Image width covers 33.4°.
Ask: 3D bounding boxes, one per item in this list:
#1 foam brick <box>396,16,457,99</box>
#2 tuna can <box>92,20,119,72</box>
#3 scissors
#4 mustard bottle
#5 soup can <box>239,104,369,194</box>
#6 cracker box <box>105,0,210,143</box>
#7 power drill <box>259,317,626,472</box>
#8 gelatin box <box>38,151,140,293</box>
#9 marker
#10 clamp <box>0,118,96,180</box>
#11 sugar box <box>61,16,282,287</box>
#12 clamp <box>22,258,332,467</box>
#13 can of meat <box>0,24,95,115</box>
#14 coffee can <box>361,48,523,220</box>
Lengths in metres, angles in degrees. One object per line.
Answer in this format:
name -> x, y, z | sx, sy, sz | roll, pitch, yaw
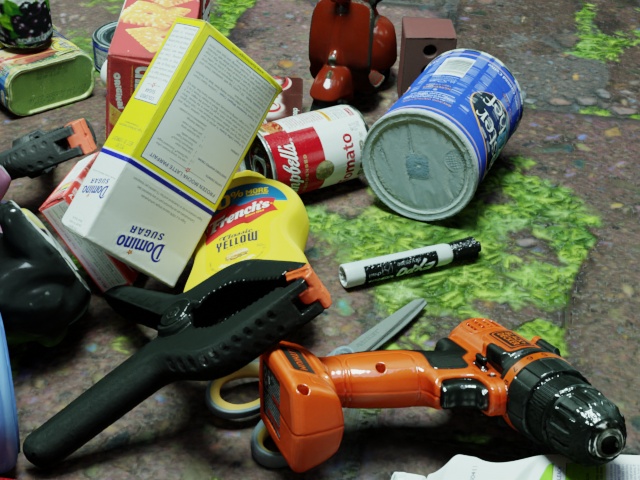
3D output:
foam brick -> 0.107, -0.181, 1.084 | 0.053, 0.078, 0.051 | 1, 33, -1
tuna can -> -0.202, -0.207, 1.150 | 0.086, 0.034, 0.086 | 1, 34, -1
scissors -> -0.005, 0.082, 0.748 | 0.096, 0.016, 0.201 | 20, 39, 17
mustard bottle -> -0.056, 0.001, 0.826 | 0.096, 0.058, 0.191 | -19, 33, 8
soup can -> -0.013, -0.076, 0.936 | 0.102, 0.068, 0.069 | -17, 39, -26
cracker box -> -0.137, -0.131, 0.925 | 0.072, 0.164, 0.213 | 5, 34, -4
power drill -> 0.065, 0.096, 0.641 | 0.187, 0.057, 0.185 | -2, 10, -16
gelatin box -> -0.166, -0.013, 0.822 | 0.030, 0.089, 0.073 | -23, 24, 26
marker -> 0.073, 0.016, 0.846 | 0.121, 0.020, 0.020 | -12, 37, -18
clamp -> -0.248, -0.067, 0.889 | 0.120, 0.039, 0.172 | -38, 16, -31
sugar box -> -0.107, -0.064, 0.782 | 0.048, 0.093, 0.176 | 25, 82, 47
clamp -> -0.091, 0.067, 0.677 | 0.210, 0.036, 0.164 | -17, 32, 32
can of meat -> -0.290, -0.172, 1.077 | 0.101, 0.057, 0.084 | -24, 44, -32
coffee can -> 0.109, -0.095, 0.936 | 0.103, 0.103, 0.140 | 16, 37, 20
